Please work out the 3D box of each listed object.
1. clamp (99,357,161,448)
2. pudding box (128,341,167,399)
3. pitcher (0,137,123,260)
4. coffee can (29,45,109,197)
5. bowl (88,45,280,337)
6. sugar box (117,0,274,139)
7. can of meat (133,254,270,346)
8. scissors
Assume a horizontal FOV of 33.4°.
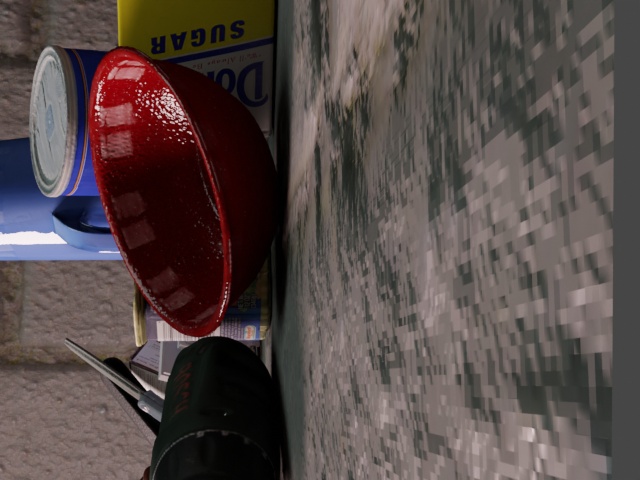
[{"bbox_3d":[-0.116,0.194,0.933,0.036,0.165,0.210,-32,-58,-48],"label":"clamp"},{"bbox_3d":[-0.119,0.147,0.976,0.039,0.113,0.090,-54,-22,-44],"label":"pudding box"},{"bbox_3d":[-0.183,-0.037,0.952,0.149,0.243,0.145,87,180,-73],"label":"pitcher"},{"bbox_3d":[-0.124,-0.081,0.756,0.103,0.140,0.103,2,93,62],"label":"coffee can"},{"bbox_3d":[-0.069,-0.031,0.587,0.162,0.055,0.162,36,135,45],"label":"bowl"},{"bbox_3d":[-0.072,-0.147,0.623,0.048,0.093,0.176,-103,14,-69],"label":"sugar box"},{"bbox_3d":[-0.076,0.017,0.690,0.057,0.084,0.102,98,171,-52],"label":"can of meat"},{"bbox_3d":[-0.118,0.141,0.827,0.016,0.202,0.096,-47,-42,-26],"label":"scissors"}]
